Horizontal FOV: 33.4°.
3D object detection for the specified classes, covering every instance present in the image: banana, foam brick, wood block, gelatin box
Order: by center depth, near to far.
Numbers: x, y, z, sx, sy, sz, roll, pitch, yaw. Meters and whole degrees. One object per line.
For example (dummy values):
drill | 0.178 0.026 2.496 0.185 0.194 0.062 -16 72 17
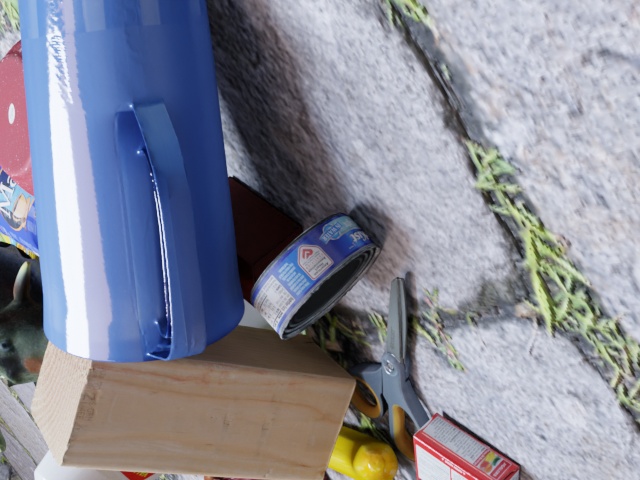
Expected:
gelatin box | 0.105 0.175 0.766 0.073 0.030 0.089 31 147 33
foam brick | -0.055 0.001 0.776 0.078 0.051 0.053 36 149 29
wood block | -0.092 0.113 0.780 0.091 0.205 0.090 34 109 56
banana | 0.016 0.171 0.869 0.069 0.037 0.198 19 173 -29

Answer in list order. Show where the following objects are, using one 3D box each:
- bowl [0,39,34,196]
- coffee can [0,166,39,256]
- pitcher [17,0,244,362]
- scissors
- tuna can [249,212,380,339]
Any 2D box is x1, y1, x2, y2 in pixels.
bowl | -0.210 -0.095 0.815 0.162 0.055 0.162 7 100 50
coffee can | -0.226 -0.030 0.949 0.141 0.102 0.103 25 143 42
pitcher | -0.115 -0.051 0.660 0.149 0.144 0.243 8 115 21
scissors | 0.041 0.084 0.769 0.096 0.016 0.202 26 144 41
tuna can | -0.004 0.022 0.683 0.034 0.086 0.086 47 154 13
